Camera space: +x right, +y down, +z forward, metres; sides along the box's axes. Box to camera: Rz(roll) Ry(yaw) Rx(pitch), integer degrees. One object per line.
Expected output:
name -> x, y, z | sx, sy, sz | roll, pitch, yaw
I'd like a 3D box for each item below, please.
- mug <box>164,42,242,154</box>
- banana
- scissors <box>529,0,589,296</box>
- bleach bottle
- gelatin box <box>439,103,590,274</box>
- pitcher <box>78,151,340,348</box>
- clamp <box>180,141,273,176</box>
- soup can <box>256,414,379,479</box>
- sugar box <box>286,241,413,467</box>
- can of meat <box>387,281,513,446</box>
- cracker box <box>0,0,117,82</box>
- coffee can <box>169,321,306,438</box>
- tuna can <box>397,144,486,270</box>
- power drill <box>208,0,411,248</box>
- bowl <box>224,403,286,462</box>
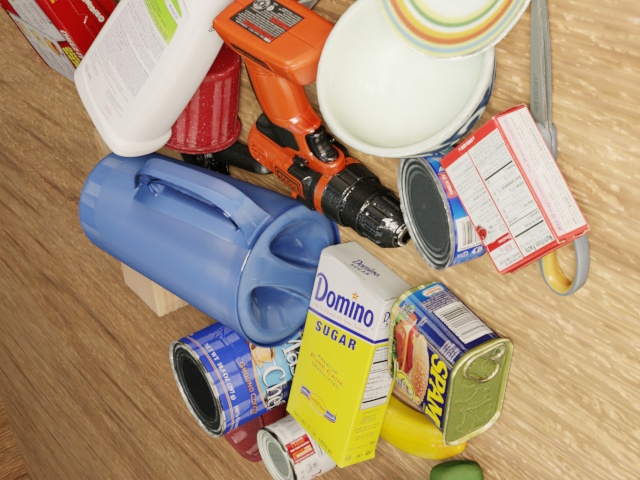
mug -> -0.127, -0.145, 0.999 | 0.117, 0.093, 0.081 | 23, 133, 15
banana -> 0.059, 0.147, 0.962 | 0.198, 0.037, 0.069 | 40, 146, 42
scissors -> 0.129, -0.060, 0.682 | 0.096, 0.016, 0.202 | 14, 123, 58
bleach bottle -> -0.115, -0.173, 0.861 | 0.251, 0.067, 0.102 | -40, 77, 47
gelatin box -> 0.121, -0.030, 0.669 | 0.089, 0.030, 0.073 | 63, 154, 8
pitcher -> -0.113, -0.012, 0.978 | 0.243, 0.144, 0.149 | 23, 112, 35
clamp -> -0.099, -0.088, 1.064 | 0.171, 0.039, 0.120 | 58, 135, 20
soup can -> -0.002, 0.191, 1.040 | 0.069, 0.102, 0.068 | 43, 145, 39
sugar box -> 0.024, 0.100, 0.931 | 0.093, 0.048, 0.176 | 39, 130, 43
can of meat -> 0.097, 0.093, 0.826 | 0.084, 0.057, 0.102 | 46, 147, 40
cracker box -> -0.289, -0.255, 1.195 | 0.214, 0.072, 0.164 | 29, 157, 50
coffee can -> -0.062, 0.117, 1.047 | 0.103, 0.140, 0.103 | 43, 146, 39
tuna can -> 0.087, -0.024, 0.752 | 0.086, 0.033, 0.086 | 163, 90, -75
power drill -> -0.006, -0.090, 0.822 | 0.185, 0.057, 0.187 | 36, 156, 35
bowl -> -0.086, 0.172, 1.235 | 0.162, 0.055, 0.162 | 43, 146, 39
